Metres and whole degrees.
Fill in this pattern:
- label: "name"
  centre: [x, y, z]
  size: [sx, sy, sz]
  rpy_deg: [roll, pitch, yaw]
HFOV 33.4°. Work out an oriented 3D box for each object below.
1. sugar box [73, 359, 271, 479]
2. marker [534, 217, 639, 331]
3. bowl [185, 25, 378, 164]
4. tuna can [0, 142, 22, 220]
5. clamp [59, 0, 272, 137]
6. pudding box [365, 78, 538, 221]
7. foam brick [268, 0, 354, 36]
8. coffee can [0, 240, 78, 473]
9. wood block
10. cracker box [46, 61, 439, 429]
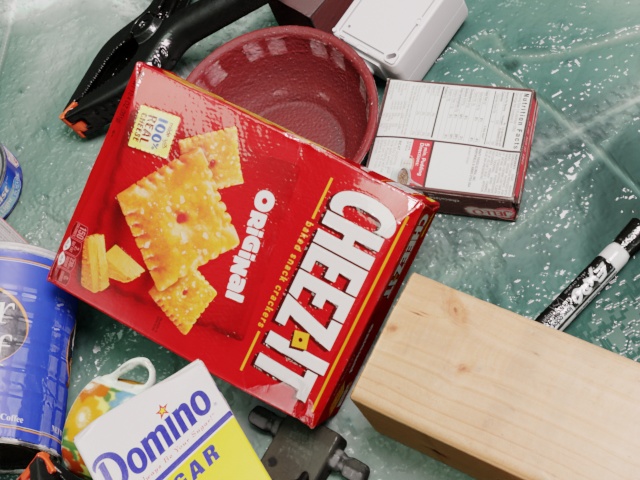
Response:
- label: "sugar box"
  centre: [-0.066, 0.167, 0.628]
  size: [0.093, 0.048, 0.176]
  rpy_deg: [-31, 69, -9]
- label: "marker"
  centre: [0.178, 0.029, 0.710]
  size: [0.121, 0.020, 0.020]
  rpy_deg: [-45, 63, -7]
- label: "bowl"
  centre: [-0.031, -0.078, 0.797]
  size: [0.162, 0.055, 0.162]
  rpy_deg: [-6, 65, 13]
- label: "tuna can"
  centre: [-0.287, -0.047, 0.866]
  size: [0.086, 0.033, 0.086]
  rpy_deg: [-6, 64, 13]
- label: "clamp"
  centre: [-0.123, -0.162, 0.848]
  size: [0.210, 0.036, 0.165]
  rpy_deg: [-49, 37, -3]
- label: "pudding box"
  centre: [0.094, -0.067, 0.767]
  size: [0.114, 0.039, 0.090]
  rpy_deg: [9, 68, 17]
- label: "foam brick"
  centre: [0.003, -0.201, 0.846]
  size: [0.053, 0.051, 0.078]
  rpy_deg: [34, 78, 26]
- label: "coffee can"
  centre: [-0.226, 0.084, 0.751]
  size: [0.103, 0.102, 0.140]
  rpy_deg: [-5, 65, 13]
- label: "wood block"
  centre: [0.135, 0.109, 0.645]
  size: [0.206, 0.090, 0.090]
  rpy_deg: [22, 74, 23]
- label: "cracker box"
  centre: [-0.055, 0.001, 0.708]
  size: [0.214, 0.072, 0.164]
  rpy_deg: [27, 98, 13]
